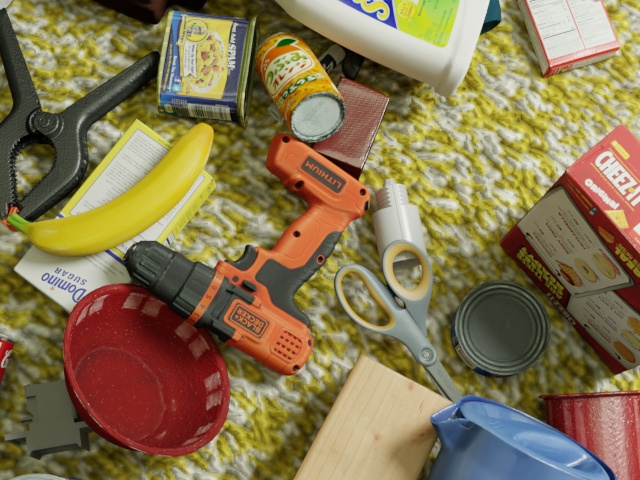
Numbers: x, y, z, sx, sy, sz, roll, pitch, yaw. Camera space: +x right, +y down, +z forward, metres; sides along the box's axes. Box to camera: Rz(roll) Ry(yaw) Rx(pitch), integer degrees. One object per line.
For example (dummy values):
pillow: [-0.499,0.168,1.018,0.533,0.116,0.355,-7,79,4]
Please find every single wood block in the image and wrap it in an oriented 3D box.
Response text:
wood block: [0.021,0.211,0.896,0.090,0.091,0.206,28,77,5]

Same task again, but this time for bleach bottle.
bleach bottle: [0.019,-0.220,0.961,0.251,0.068,0.102,20,70,-2]

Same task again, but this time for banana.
banana: [-0.173,-0.035,0.930,0.197,0.037,0.069,-26,83,-6]

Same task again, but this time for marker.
marker: [-0.003,-0.161,1.023,0.020,0.020,0.121,42,79,8]

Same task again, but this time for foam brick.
foam brick: [0.026,-0.102,0.993,0.051,0.053,0.078,21,77,3]

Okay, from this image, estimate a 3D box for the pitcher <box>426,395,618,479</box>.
pitcher: [0.131,0.259,0.843,0.149,0.144,0.243,30,100,35]

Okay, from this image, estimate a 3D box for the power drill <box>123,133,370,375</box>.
power drill: [-0.056,0.001,0.948,0.184,0.057,0.187,33,79,-11]

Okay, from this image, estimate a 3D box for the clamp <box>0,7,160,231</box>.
clamp: [-0.262,-0.113,0.994,0.164,0.036,0.210,22,77,3]

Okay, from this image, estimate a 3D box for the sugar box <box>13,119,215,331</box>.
sugar box: [-0.184,-0.012,0.968,0.093,0.048,0.176,37,81,6]

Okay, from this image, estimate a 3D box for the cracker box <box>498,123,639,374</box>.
cracker box: [0.249,0.016,0.888,0.072,0.214,0.164,-38,81,-12]

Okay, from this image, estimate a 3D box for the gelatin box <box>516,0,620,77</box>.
gelatin box: [0.240,-0.212,1.039,0.073,0.030,0.089,-17,77,-4]

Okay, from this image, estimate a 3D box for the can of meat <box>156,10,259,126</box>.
can of meat: [-0.105,-0.163,1.002,0.084,0.057,0.102,6,75,2]

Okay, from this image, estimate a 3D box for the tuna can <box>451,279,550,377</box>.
tuna can: [0.161,0.081,0.962,0.086,0.034,0.086,0,76,-2]

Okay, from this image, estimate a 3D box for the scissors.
scissors: [0.100,0.081,0.943,0.201,0.016,0.096,41,85,-8]

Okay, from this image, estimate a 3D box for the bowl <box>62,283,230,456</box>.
bowl: [-0.157,0.118,0.907,0.162,0.055,0.162,27,42,-28]

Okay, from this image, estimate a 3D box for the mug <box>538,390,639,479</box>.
mug: [0.248,0.172,0.920,0.117,0.093,0.081,2,80,-27]
